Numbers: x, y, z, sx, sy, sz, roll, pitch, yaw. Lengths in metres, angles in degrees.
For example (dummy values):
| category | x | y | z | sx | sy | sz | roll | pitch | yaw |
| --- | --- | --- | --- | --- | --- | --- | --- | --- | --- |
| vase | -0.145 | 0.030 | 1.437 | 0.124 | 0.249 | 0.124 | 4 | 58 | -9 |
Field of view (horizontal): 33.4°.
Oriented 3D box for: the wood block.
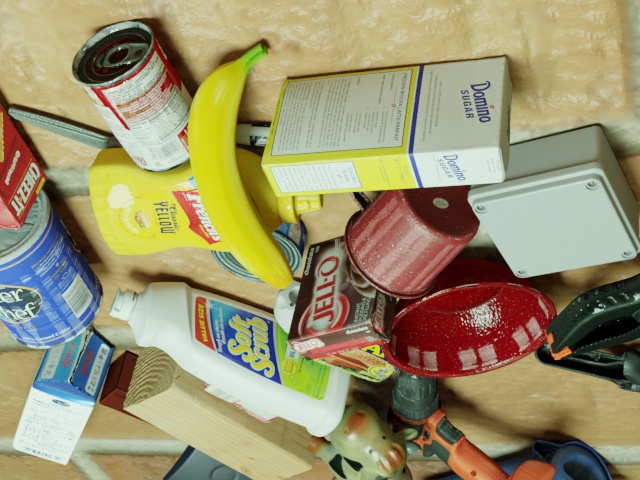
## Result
| category | x | y | z | sx | sy | sz | roll | pitch | yaw |
| --- | --- | --- | --- | --- | --- | --- | --- | --- | --- |
| wood block | -0.104 | 0.184 | 1.193 | 0.205 | 0.090 | 0.090 | 36 | 137 | -29 |

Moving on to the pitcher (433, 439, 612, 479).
| category | x | y | z | sx | sy | sz | roll | pitch | yaw |
| --- | --- | --- | --- | --- | --- | --- | --- | --- | --- |
| pitcher | 0.225 | 0.333 | 1.268 | 0.144 | 0.149 | 0.243 | 18 | 151 | -38 |

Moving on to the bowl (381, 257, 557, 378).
| category | x | y | z | sx | sy | sz | roll | pitch | yaw |
| --- | --- | --- | --- | --- | --- | --- | --- | --- | --- |
| bowl | 0.132 | 0.064 | 0.981 | 0.162 | 0.055 | 0.162 | -5 | 143 | -4 |

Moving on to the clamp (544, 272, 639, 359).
| category | x | y | z | sx | sy | sz | roll | pitch | yaw |
| --- | --- | --- | --- | --- | --- | --- | --- | --- | --- |
| clamp | 0.290 | 0.051 | 0.911 | 0.164 | 0.036 | 0.210 | 16 | 141 | -37 |

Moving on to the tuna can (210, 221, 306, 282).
| category | x | y | z | sx | sy | sz | roll | pitch | yaw |
| --- | --- | --- | --- | --- | --- | --- | --- | --- | --- |
| tuna can | -0.056 | 0.001 | 0.984 | 0.086 | 0.033 | 0.086 | 8 | 143 | 5 |

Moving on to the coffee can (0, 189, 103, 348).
| category | x | y | z | sx | sy | sz | roll | pitch | yaw |
| --- | --- | --- | --- | --- | --- | --- | --- | --- | --- |
| coffee can | -0.280 | 0.023 | 1.017 | 0.103 | 0.102 | 0.140 | 0 | 142 | 15 |

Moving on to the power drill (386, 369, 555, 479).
| category | x | y | z | sx | sy | sz | roll | pitch | yaw |
| --- | --- | --- | --- | --- | --- | --- | --- | --- | --- |
| power drill | 0.154 | 0.213 | 1.128 | 0.188 | 0.057 | 0.184 | 36 | 156 | 23 |

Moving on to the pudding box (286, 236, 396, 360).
| category | x | y | z | sx | sy | sz | roll | pitch | yaw |
| --- | --- | --- | --- | --- | --- | --- | --- | --- | --- |
| pudding box | 0.024 | 0.047 | 0.956 | 0.090 | 0.113 | 0.039 | -16 | 131 | 32 |

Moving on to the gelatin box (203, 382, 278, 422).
| category | x | y | z | sx | sy | sz | roll | pitch | yaw |
| --- | --- | --- | --- | --- | --- | --- | --- | --- | --- |
| gelatin box | -0.077 | 0.144 | 1.147 | 0.089 | 0.073 | 0.030 | 33 | 139 | -27 |

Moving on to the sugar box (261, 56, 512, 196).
| category | x | y | z | sx | sy | sz | roll | pitch | yaw |
| --- | --- | --- | --- | --- | --- | --- | --- | --- | --- |
| sugar box | 0.051 | -0.083 | 0.793 | 0.176 | 0.093 | 0.048 | -1 | 143 | 17 |

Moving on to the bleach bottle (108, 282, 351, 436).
| category | x | y | z | sx | sy | sz | roll | pitch | yaw |
| --- | --- | --- | --- | --- | --- | --- | --- | --- | --- |
| bleach bottle | -0.093 | 0.111 | 1.083 | 0.250 | 0.102 | 0.068 | 22 | 147 | -15 |

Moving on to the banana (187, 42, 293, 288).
| category | x | y | z | sx | sy | sz | roll | pitch | yaw |
| --- | --- | --- | --- | --- | --- | --- | --- | --- | --- |
| banana | -0.066 | -0.052 | 0.832 | 0.070 | 0.037 | 0.198 | -1 | 111 | 13 |

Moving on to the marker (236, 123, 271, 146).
| category | x | y | z | sx | sy | sz | roll | pitch | yaw |
| --- | --- | --- | --- | --- | --- | --- | --- | --- | --- |
| marker | -0.038 | -0.085 | 0.876 | 0.121 | 0.020 | 0.020 | 6 | 143 | 8 |

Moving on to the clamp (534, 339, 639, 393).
| category | x | y | z | sx | sy | sz | roll | pitch | yaw |
| --- | --- | --- | --- | --- | --- | --- | --- | --- | --- |
| clamp | 0.303 | 0.126 | 1.017 | 0.171 | 0.039 | 0.120 | 15 | 177 | -25 |

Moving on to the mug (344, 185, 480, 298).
| category | x | y | z | sx | sy | sz | roll | pitch | yaw |
| --- | --- | --- | --- | --- | --- | --- | --- | --- | --- |
| mug | 0.071 | -0.020 | 0.888 | 0.117 | 0.093 | 0.082 | 50 | 136 | 10 |

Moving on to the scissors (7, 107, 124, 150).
| category | x | y | z | sx | sy | sz | roll | pitch | yaw |
| --- | --- | --- | --- | --- | --- | --- | --- | --- | --- |
| scissors | -0.169 | -0.067 | 0.938 | 0.202 | 0.016 | 0.096 | 9 | 141 | 3 |

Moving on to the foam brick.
| category | x | y | z | sx | sy | sz | roll | pitch | yaw |
| --- | --- | --- | --- | --- | --- | --- | --- | --- | --- |
| foam brick | -0.207 | 0.173 | 1.240 | 0.078 | 0.051 | 0.053 | 28 | 140 | -21 |

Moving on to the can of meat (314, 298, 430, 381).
| category | x | y | z | sx | sy | sz | roll | pitch | yaw |
| --- | --- | --- | --- | --- | --- | --- | --- | --- | --- |
| can of meat | 0.045 | 0.093 | 1.062 | 0.102 | 0.057 | 0.084 | 22 | 145 | -14 |

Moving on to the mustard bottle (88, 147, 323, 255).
| category | x | y | z | sx | sy | sz | roll | pitch | yaw |
| --- | --- | --- | --- | --- | --- | --- | --- | --- | --- |
| mustard bottle | -0.092 | -0.034 | 0.899 | 0.192 | 0.058 | 0.096 | -1 | 126 | 11 |

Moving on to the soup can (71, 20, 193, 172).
| category | x | y | z | sx | sy | sz | roll | pitch | yaw |
| --- | --- | --- | --- | --- | --- | --- | --- | --- | --- |
| soup can | -0.138 | -0.110 | 0.830 | 0.069 | 0.068 | 0.102 | -5 | 141 | 22 |
